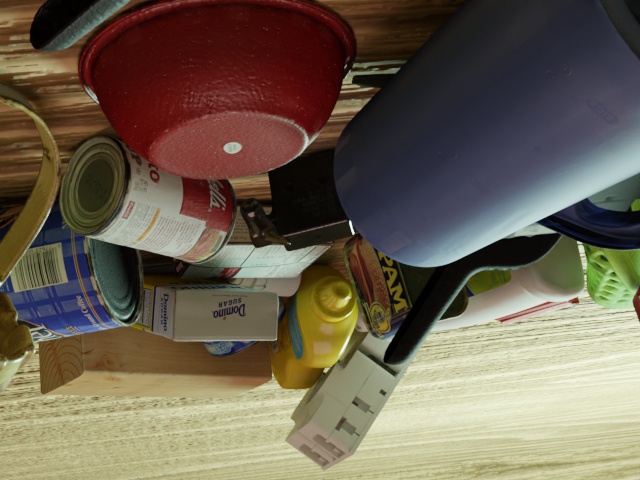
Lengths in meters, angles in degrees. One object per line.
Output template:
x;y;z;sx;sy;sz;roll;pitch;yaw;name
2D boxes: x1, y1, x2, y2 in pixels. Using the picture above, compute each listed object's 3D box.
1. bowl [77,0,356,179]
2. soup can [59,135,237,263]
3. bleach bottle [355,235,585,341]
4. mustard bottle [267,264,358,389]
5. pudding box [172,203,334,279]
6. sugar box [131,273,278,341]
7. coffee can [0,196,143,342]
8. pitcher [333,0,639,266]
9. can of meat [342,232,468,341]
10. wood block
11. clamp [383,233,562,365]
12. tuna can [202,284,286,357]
-0.056;-0.077;0.613;0.162;0.055;0.162;-7;162;-3;bowl
-0.115;-0.026;0.719;0.069;0.068;0.102;-21;156;34;soup can
0.112;0.040;0.942;0.067;0.102;0.251;6;156;-36;bleach bottle
-0.006;0.075;1.012;0.058;0.096;0.192;3;159;-14;mustard bottle
-0.056;0.001;0.867;0.113;0.039;0.090;-1;161;-23;pudding box
-0.116;0.054;0.901;0.093;0.048;0.177;3;178;-31;sugar box
-0.212;0.024;0.773;0.140;0.103;0.102;-11;161;9;coffee can
0.115;-0.065;0.560;0.144;0.149;0.243;5;157;-29;pitcher
0.068;0.028;0.894;0.057;0.102;0.084;-10;167;-30;can of meat
-0.158;0.100;1.034;0.205;0.091;0.090;7;156;-38;wood block
0.111;-0.001;0.807;0.210;0.164;0.036;-16;-162;2;clamp
-0.075;0.070;0.991;0.086;0.033;0.086;-28;-162;10;tuna can
